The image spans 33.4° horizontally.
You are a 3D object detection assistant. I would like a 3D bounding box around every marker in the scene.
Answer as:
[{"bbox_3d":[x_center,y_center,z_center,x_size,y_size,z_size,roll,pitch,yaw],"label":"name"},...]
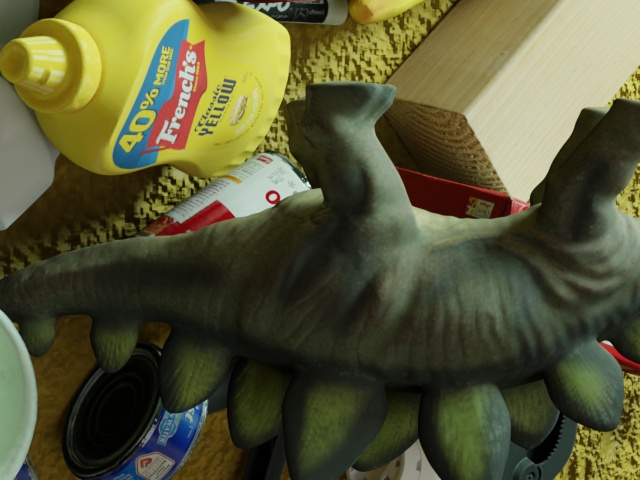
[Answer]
[{"bbox_3d":[-0.037,-0.136,0.621,0.120,0.020,0.020,-6,108,-35],"label":"marker"}]

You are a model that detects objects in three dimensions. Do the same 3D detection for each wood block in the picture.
[{"bbox_3d":[0.145,-0.131,0.713,0.206,0.090,0.090,-49,127,-14],"label":"wood block"}]

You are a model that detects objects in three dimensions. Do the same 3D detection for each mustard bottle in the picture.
[{"bbox_3d":[-0.086,-0.079,0.526,0.096,0.058,0.191,-62,159,15],"label":"mustard bottle"}]

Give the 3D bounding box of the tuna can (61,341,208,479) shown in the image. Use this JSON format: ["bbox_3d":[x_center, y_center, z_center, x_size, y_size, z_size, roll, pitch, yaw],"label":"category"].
[{"bbox_3d":[-0.106,0.101,0.605,0.033,0.086,0.086,40,80,-36],"label":"tuna can"}]

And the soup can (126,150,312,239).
[{"bbox_3d":[-0.054,0.001,0.623,0.102,0.069,0.068,-36,123,-23],"label":"soup can"}]
